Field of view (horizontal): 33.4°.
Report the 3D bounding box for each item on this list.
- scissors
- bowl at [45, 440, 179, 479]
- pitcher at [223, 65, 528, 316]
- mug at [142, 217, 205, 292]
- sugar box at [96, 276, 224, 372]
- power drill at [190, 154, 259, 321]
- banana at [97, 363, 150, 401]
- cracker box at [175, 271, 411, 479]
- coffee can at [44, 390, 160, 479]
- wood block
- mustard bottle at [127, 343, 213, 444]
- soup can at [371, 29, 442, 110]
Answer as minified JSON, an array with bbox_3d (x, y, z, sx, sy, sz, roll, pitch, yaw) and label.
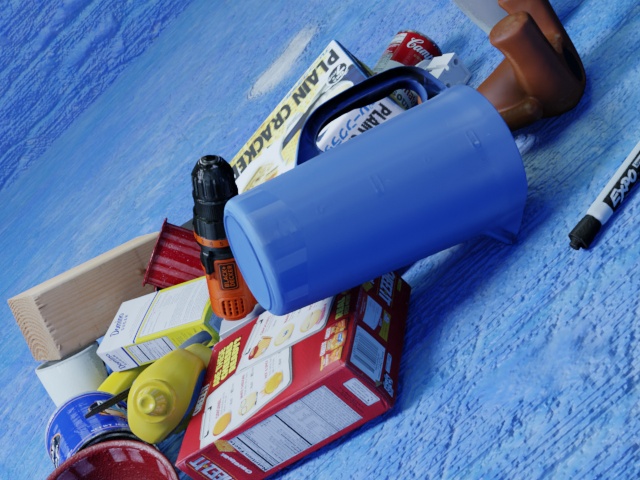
[{"bbox_3d":[-0.177,0.141,1.155,0.096,0.016,0.201,-47,-11,13],"label":"scissors"},{"bbox_3d":[-0.197,0.272,1.009,0.162,0.055,0.162,-10,48,11],"label":"bowl"},{"bbox_3d":[0.040,-0.040,0.920,0.242,0.145,0.149,-24,33,-15],"label":"pitcher"},{"bbox_3d":[-0.177,0.036,1.366,0.093,0.081,0.117,-79,10,-54],"label":"mug"},{"bbox_3d":[-0.183,0.099,1.301,0.177,0.048,0.093,-20,32,33],"label":"sugar box"},{"bbox_3d":[-0.027,-0.010,1.021,0.187,0.184,0.057,-7,39,-2],"label":"power drill"},{"bbox_3d":[-0.263,0.219,1.300,0.070,0.037,0.197,-10,40,27],"label":"banana"},{"bbox_3d":[-0.021,0.122,0.975,0.214,0.072,0.164,-35,24,30],"label":"cracker box"},{"bbox_3d":[-0.230,0.227,1.131,0.103,0.102,0.140,-50,22,-8],"label":"coffee can"},{"bbox_3d":[-0.290,0.072,1.407,0.205,0.091,0.090,-29,10,-35],"label":"wood block"},{"bbox_3d":[-0.148,0.153,1.060,0.096,0.058,0.191,-60,-6,0],"label":"mustard bottle"},{"bbox_3d":[0.096,-0.198,1.303,0.069,0.068,0.102,-6,46,58],"label":"soup can"}]
